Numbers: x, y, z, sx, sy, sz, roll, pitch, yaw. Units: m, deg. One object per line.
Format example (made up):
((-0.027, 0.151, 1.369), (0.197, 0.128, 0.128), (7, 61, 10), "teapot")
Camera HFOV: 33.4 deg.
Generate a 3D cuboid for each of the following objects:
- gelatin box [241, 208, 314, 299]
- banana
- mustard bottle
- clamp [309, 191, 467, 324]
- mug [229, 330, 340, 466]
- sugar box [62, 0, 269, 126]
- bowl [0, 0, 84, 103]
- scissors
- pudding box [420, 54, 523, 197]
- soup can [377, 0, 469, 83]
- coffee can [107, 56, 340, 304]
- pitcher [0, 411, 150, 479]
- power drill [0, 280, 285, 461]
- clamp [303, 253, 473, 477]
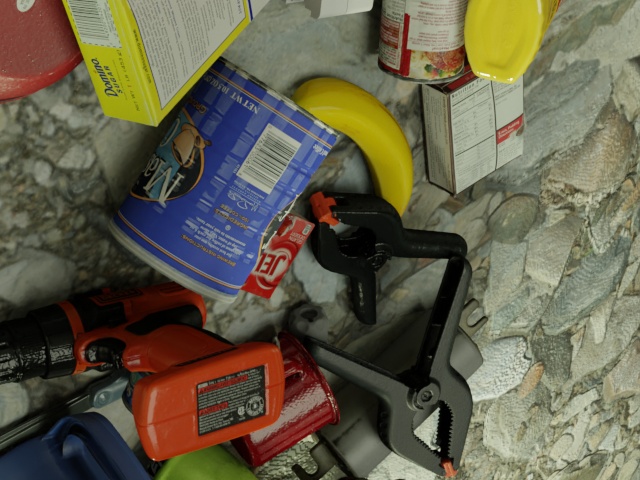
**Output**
((-0.055, 0.001, 0.832), (0.089, 0.030, 0.073), (25, 99, -48), "gelatin box")
((0.032, -0.079, 0.857), (0.070, 0.037, 0.197), (-36, 140, 17), "banana")
((0.166, -0.205, 0.833), (0.191, 0.058, 0.096), (-55, 154, -48), "mustard bottle")
((0.054, 0.003, 0.912), (0.120, 0.039, 0.171), (-37, 141, 3), "clamp")
((-0.041, 0.131, 0.884), (0.081, 0.093, 0.117), (-30, 162, -18), "mug")
((-0.078, -0.159, 0.640), (0.176, 0.048, 0.093), (-58, 150, -38), "sugar box")
((-0.176, -0.142, 0.602), (0.161, 0.055, 0.162), (-23, 130, -30), "bowl")
((-0.160, 0.100, 0.816), (0.201, 0.016, 0.096), (-10, 122, -38), "scissors")
((0.134, -0.106, 0.927), (0.090, 0.039, 0.113), (-30, 133, -23), "pudding box")
((0.080, -0.178, 0.804), (0.068, 0.069, 0.102), (-21, 129, -32), "soup can")
((-0.067, -0.042, 0.736), (0.102, 0.103, 0.140), (27, 97, -49), "coffee can")
((-0.147, 0.249, 0.756), (0.145, 0.243, 0.149), (-39, 144, -14), "pitcher")
((-0.127, 0.080, 0.704), (0.184, 0.188, 0.057), (-14, 112, -34), "power drill")
((0.092, 0.122, 0.950), (0.164, 0.036, 0.210), (-33, 120, -10), "clamp")
